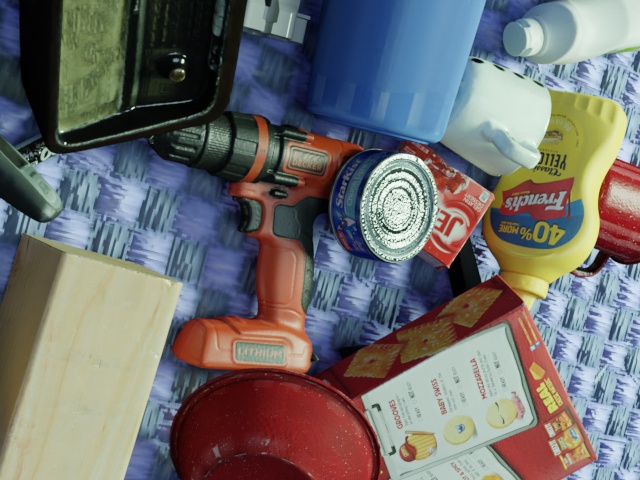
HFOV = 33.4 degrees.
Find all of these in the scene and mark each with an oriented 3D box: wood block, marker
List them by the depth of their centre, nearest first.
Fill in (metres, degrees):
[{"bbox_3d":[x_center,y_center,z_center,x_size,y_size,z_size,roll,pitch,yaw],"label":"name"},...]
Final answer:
[{"bbox_3d":[-0.177,0.110,0.719,0.090,0.091,0.206,17,89,-32],"label":"wood block"},{"bbox_3d":[-0.180,-0.069,0.728,0.121,0.020,0.020,-32,113,-22],"label":"marker"}]

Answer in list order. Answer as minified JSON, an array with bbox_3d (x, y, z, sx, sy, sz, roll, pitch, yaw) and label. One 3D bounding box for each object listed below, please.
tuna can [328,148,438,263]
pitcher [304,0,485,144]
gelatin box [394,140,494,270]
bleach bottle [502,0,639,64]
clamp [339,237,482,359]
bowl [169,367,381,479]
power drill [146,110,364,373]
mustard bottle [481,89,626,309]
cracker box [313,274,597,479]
[{"bbox_3d":[0.049,-0.026,0.806,0.085,0.034,0.086,-8,102,-40],"label":"tuna can"},{"bbox_3d":[0.072,-0.199,0.801,0.149,0.145,0.243,12,96,-19],"label":"pitcher"},{"bbox_3d":[0.085,-0.030,0.866,0.089,0.030,0.073,36,79,-6],"label":"gelatin box"},{"bbox_3d":[0.268,-0.191,0.921,0.250,0.103,0.068,-14,94,-29],"label":"bleach bottle"},{"bbox_3d":[0.121,0.090,0.921,0.164,0.036,0.210,-49,114,-13],"label":"clamp"},{"bbox_3d":[-0.037,0.173,0.779,0.162,0.055,0.162,4,119,6],"label":"bowl"},{"bbox_3d":[-0.055,0.001,0.791,0.184,0.057,0.188,10,93,-31],"label":"power drill"},{"bbox_3d":[0.187,-0.028,0.896,0.058,0.096,0.191,29,75,-61],"label":"mustard bottle"},{"bbox_3d":[0.091,0.151,0.859,0.213,0.072,0.164,-29,112,0],"label":"cracker box"}]
